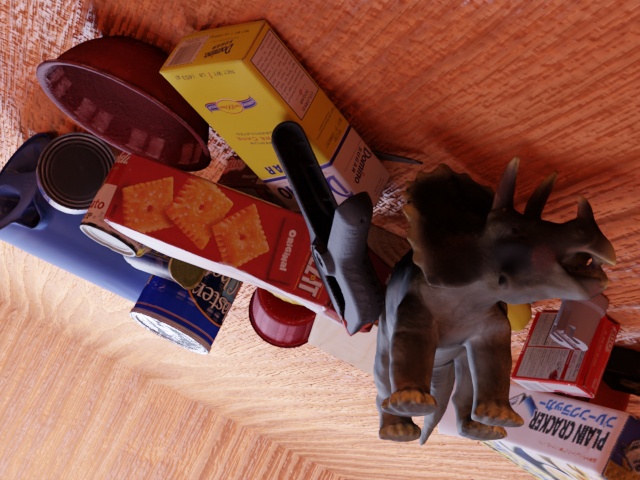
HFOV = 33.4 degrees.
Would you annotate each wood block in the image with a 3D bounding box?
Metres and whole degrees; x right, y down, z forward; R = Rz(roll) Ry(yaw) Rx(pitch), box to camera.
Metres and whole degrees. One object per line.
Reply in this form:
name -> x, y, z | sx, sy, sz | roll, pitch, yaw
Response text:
wood block -> 0.051, 0.065, 1.098 | 0.090, 0.090, 0.206 | 26, 163, 3

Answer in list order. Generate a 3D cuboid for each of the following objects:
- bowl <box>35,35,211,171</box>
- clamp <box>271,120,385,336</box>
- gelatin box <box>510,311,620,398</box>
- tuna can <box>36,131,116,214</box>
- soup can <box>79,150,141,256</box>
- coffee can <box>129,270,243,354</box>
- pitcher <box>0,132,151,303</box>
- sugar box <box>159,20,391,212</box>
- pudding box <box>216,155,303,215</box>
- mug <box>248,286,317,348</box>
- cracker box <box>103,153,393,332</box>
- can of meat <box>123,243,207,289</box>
bowl -> -0.154, -0.123, 0.897 | 0.162, 0.055, 0.162 | 24, 163, 8
clamp -> 0.008, -0.004, 0.768 | 0.171, 0.039, 0.120 | 81, 164, -48
gelatin box -> 0.227, 0.104, 0.988 | 0.030, 0.073, 0.089 | 33, 161, -26
tuna can -> -0.264, -0.072, 1.157 | 0.086, 0.086, 0.034 | 30, 164, -12
soup can -> -0.199, -0.043, 1.120 | 0.068, 0.102, 0.068 | 24, 163, 7
coffee can -> -0.144, 0.047, 1.239 | 0.103, 0.140, 0.103 | 24, 163, 8
pitcher -> -0.273, -0.019, 1.286 | 0.145, 0.149, 0.242 | -17, 140, 43
sugar box -> -0.031, -0.087, 0.812 | 0.094, 0.048, 0.176 | 2, 144, 44
pudding box -> -0.030, -0.041, 0.991 | 0.090, 0.039, 0.114 | 37, 162, -35
mug -> -0.026, 0.077, 1.245 | 0.117, 0.093, 0.081 | 31, 159, 6
cracker box -> -0.056, 0.006, 0.929 | 0.214, 0.072, 0.164 | 22, 175, 18
can of meat -> -0.159, -0.006, 1.177 | 0.084, 0.102, 0.057 | 16, 161, 36
